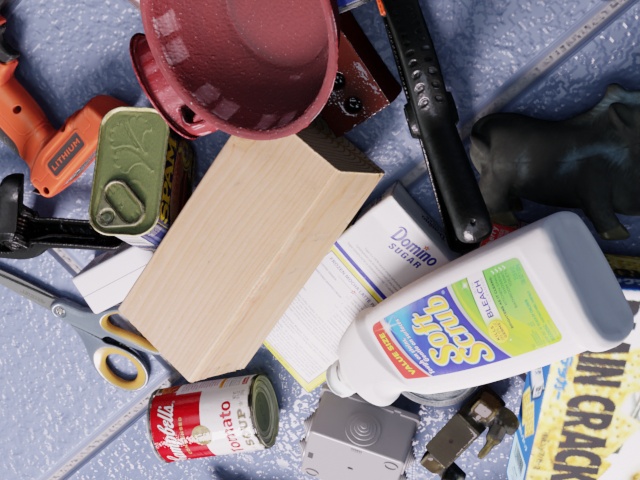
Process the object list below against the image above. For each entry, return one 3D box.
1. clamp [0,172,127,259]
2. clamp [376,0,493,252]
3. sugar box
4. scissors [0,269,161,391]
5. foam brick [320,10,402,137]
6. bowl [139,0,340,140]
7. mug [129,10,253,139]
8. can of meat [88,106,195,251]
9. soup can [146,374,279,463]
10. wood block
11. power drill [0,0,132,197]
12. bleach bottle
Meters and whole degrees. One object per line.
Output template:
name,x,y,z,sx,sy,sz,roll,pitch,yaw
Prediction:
clamp,-0.259,-0.016,0.903,0.172,0.039,0.120,-9,146,33
clamp,0.084,-0.085,0.792,0.036,0.164,0.210,-16,79,3
sugar box,0.027,0.040,0.889,0.176,0.048,0.093,-38,99,21
scissors,-0.232,0.082,0.985,0.202,0.016,0.096,13,114,8
foam brick,0.017,-0.128,0.817,0.053,0.051,0.078,-31,102,23
bowl,-0.044,-0.151,0.718,0.162,0.055,0.162,19,127,27
mug,-0.085,-0.129,0.811,0.082,0.117,0.093,-27,135,17
can of meat,-0.139,-0.045,0.851,0.057,0.084,0.102,3,79,11
soup can,-0.095,0.159,0.956,0.102,0.068,0.068,-11,109,17
wood block,-0.055,0.001,0.839,0.091,0.090,0.206,42,109,19
power drill,-0.245,-0.143,0.874,0.187,0.057,0.185,45,119,-4
bleach bottle,0.100,0.072,0.799,0.251,0.067,0.102,-32,81,40
